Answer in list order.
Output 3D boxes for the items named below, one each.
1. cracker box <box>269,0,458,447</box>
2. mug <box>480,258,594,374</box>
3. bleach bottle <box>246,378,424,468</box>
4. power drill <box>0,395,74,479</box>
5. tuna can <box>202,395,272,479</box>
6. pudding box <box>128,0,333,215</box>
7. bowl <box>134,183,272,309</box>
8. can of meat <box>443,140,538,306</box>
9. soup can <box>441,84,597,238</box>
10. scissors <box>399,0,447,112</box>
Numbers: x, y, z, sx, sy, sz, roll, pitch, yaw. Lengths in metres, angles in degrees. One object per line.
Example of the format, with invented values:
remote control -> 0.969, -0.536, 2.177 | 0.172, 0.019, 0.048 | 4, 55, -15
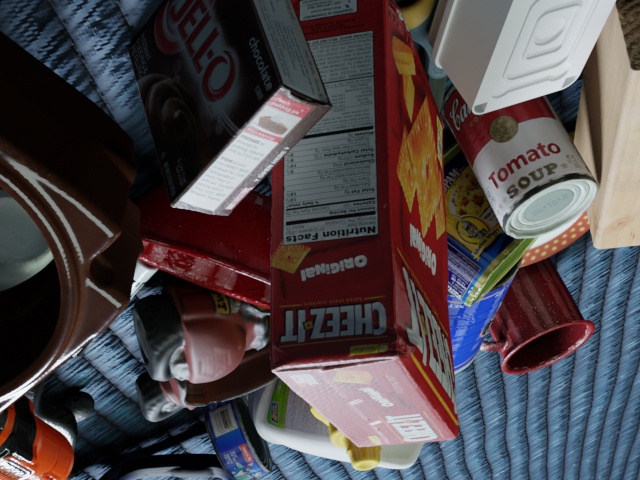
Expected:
cracker box -> 0.030, -0.008, 0.601 | 0.072, 0.213, 0.164 | -8, 155, 15
mug -> 0.183, 0.069, 0.987 | 0.117, 0.081, 0.093 | -13, 150, -19
bleach bottle -> 0.001, 0.127, 0.890 | 0.068, 0.102, 0.251 | 20, 168, -24
power drill -> -0.285, 0.146, 0.721 | 0.188, 0.057, 0.184 | -17, 147, 9
tuna can -> -0.076, 0.178, 0.983 | 0.034, 0.086, 0.086 | -23, 152, 3
pudding box -> -0.048, -0.082, 0.530 | 0.039, 0.113, 0.090 | 11, 136, -42
bowl -> -0.054, 0.001, 0.678 | 0.162, 0.055, 0.162 | 19, 171, 3
can of meat -> 0.103, -0.014, 0.747 | 0.102, 0.084, 0.057 | -41, 162, -33
soup can -> 0.131, -0.060, 0.708 | 0.068, 0.102, 0.068 | -17, 151, -10
scissors -> 0.058, -0.114, 0.653 | 0.096, 0.016, 0.202 | -9, 148, -24
